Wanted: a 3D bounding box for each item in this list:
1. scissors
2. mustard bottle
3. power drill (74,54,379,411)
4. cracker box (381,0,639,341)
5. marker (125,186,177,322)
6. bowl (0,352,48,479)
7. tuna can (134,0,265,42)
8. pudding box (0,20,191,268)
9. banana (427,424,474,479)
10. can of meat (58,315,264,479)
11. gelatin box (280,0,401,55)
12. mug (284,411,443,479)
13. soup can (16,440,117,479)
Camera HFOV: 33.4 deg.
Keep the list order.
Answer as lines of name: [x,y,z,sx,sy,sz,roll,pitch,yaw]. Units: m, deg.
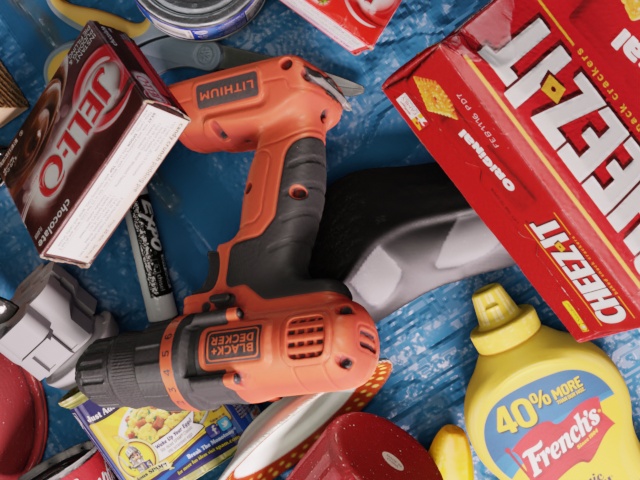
scissors: [-0.083,-0.098,0.646,0.202,0.016,0.096,29,104,2]
mustard bottle: [0.140,0.112,0.629,0.096,0.058,0.191,-27,95,10]
power drill: [-0.054,0.001,0.592,0.185,0.057,0.187,-9,70,26]
cracker box: [0.164,-0.080,0.536,0.213,0.072,0.164,-40,93,-23]
marker: [-0.111,-0.010,0.662,0.020,0.020,0.121,-11,98,9]
bowl: [-0.262,0.118,0.686,0.162,0.055,0.162,1,99,8]
tuna can: [-0.071,-0.160,0.614,0.086,0.034,0.086,0,88,0]
pudding box: [-0.132,-0.055,0.609,0.114,0.039,0.090,-54,47,19]
banana: [0.100,0.210,0.659,0.070,0.037,0.198,-27,91,17]
can of meat: [-0.094,0.104,0.660,0.102,0.057,0.084,-32,95,11]
gelatin box: [0.009,-0.158,0.593,0.089,0.030,0.073,33,82,-16]
mug: [0.020,0.162,0.616,0.093,0.117,0.082,27,116,-16]
soup can: [-0.148,0.188,0.675,0.068,0.068,0.102,-26,95,11]
